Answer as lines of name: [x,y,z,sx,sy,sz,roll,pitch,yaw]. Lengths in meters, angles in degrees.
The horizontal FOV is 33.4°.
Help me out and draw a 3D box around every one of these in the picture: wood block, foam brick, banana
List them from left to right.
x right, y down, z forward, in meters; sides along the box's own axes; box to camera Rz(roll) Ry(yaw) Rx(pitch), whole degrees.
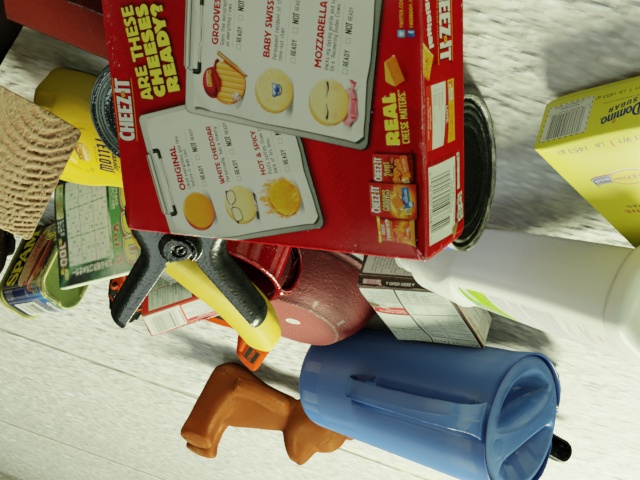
wood block: [-0.286,-0.078,0.812,0.206,0.091,0.090,19,173,45]
foam brick: [-0.162,-0.164,0.699,0.078,0.053,0.051,23,155,-3]
banana: [-0.081,0.047,0.880,0.070,0.037,0.197,2,149,30]

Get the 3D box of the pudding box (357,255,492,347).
pudding box: [0.094,0.054,0.957,0.090,0.039,0.113,2,152,29]

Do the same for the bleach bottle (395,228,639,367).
bleach bottle: [0.147,0.028,0.793,0.251,0.068,0.102,16,162,48]

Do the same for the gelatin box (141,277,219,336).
gelatin box: [-0.126,0.049,1.026,0.089,0.073,0.030,-18,123,2]

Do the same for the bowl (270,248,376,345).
bowl: [-0.018,0.056,1.025,0.162,0.055,0.162,17,154,8]

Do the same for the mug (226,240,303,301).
mug: [-0.056,0.001,0.913,0.093,0.081,0.117,-9,142,46]

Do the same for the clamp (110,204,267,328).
clamp: [-0.092,0.003,0.789,0.120,0.039,0.172,3,129,-10]

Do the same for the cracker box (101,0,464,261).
cracker box: [-0.022,-0.084,0.640,0.214,0.072,0.164,6,109,30]

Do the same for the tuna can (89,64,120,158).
tuna can: [-0.122,-0.096,0.774,0.086,0.033,0.086,6,114,14]

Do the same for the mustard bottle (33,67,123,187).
mustard bottle: [-0.128,-0.074,0.842,0.192,0.058,0.096,13,133,13]

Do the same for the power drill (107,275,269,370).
power drill: [-0.139,0.075,1.150,0.187,0.057,0.185,24,155,-6]

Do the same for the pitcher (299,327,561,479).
pitcher: [0.092,0.151,1.024,0.243,0.144,0.149,9,132,41]

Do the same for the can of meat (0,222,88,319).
can of meat: [-0.278,0.028,1.112,0.084,0.102,0.057,-10,141,44]
